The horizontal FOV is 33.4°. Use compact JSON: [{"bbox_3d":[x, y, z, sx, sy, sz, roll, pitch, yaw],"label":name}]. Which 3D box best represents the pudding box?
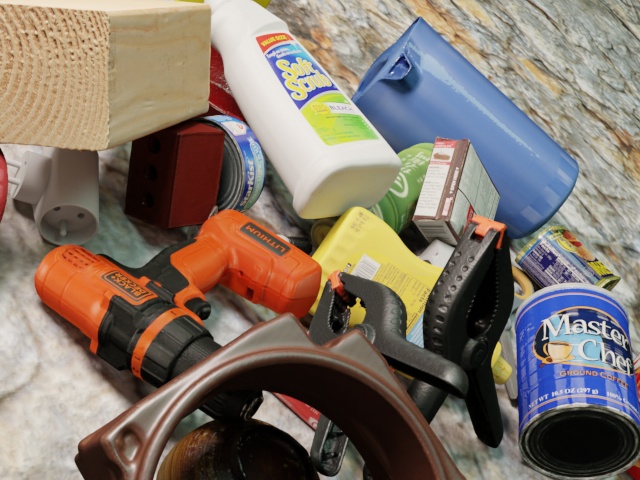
[{"bbox_3d":[0.131,-0.032,1.014,0.113,0.039,0.090,50,51,-54],"label":"pudding box"}]

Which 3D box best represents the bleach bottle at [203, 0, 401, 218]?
[{"bbox_3d":[-0.037,-0.132,0.931,0.102,0.068,0.251,-9,53,-42],"label":"bleach bottle"}]

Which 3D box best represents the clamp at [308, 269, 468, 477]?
[{"bbox_3d":[0.025,0.088,0.764,0.039,0.120,0.171,56,1,-33],"label":"clamp"}]

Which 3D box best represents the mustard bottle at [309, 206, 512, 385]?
[{"bbox_3d":[0.078,0.061,0.883,0.191,0.096,0.058,34,-3,-8],"label":"mustard bottle"}]

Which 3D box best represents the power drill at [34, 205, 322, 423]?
[{"bbox_3d":[-0.078,0.045,0.754,0.185,0.057,0.187,33,27,21],"label":"power drill"}]

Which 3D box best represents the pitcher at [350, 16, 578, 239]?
[{"bbox_3d":[0.151,-0.115,1.144,0.242,0.145,0.149,39,45,-7],"label":"pitcher"}]

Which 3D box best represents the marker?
[{"bbox_3d":[-0.056,0.001,0.893,0.120,0.020,0.020,7,45,-38],"label":"marker"}]

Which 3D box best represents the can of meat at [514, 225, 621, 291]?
[{"bbox_3d":[0.256,0.031,1.108,0.084,0.057,0.102,47,19,18],"label":"can of meat"}]

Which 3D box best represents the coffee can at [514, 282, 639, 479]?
[{"bbox_3d":[0.222,0.121,0.927,0.102,0.103,0.140,28,41,-16],"label":"coffee can"}]

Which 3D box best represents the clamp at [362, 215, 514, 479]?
[{"bbox_3d":[0.112,0.085,0.817,0.036,0.210,0.164,23,12,38],"label":"clamp"}]

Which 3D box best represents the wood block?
[{"bbox_3d":[-0.152,-0.125,0.761,0.091,0.090,0.206,6,14,11],"label":"wood block"}]

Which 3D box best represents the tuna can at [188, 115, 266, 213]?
[{"bbox_3d":[-0.087,-0.060,0.876,0.086,0.086,0.033,50,33,16],"label":"tuna can"}]

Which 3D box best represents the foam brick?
[{"bbox_3d":[-0.114,-0.054,0.837,0.053,0.078,0.051,20,18,38],"label":"foam brick"}]
